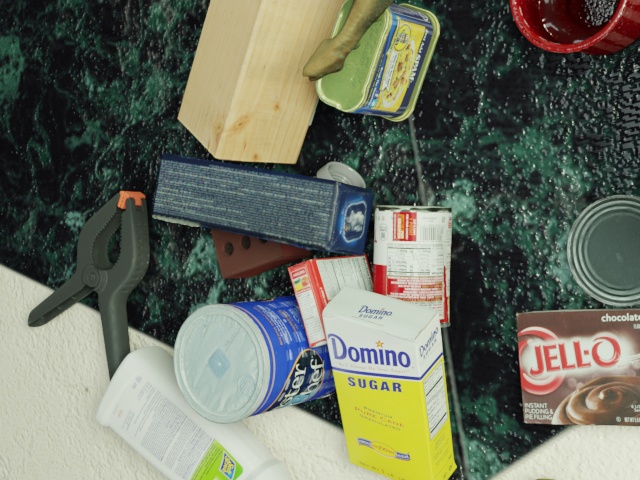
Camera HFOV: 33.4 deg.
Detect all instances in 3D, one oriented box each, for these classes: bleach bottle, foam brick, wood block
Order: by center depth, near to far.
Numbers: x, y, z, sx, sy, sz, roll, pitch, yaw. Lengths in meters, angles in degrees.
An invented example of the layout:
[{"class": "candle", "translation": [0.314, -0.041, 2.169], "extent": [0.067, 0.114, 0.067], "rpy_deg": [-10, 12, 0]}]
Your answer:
[{"class": "wood block", "translation": [-0.046, -0.181, 0.955], "extent": [0.091, 0.090, 0.206], "rpy_deg": [45, 124, 45]}, {"class": "foam brick", "translation": [-0.057, 0.001, 1.019], "extent": [0.078, 0.051, 0.053], "rpy_deg": [-20, 80, 33]}, {"class": "bleach bottle", "translation": [-0.112, 0.217, 1.061], "extent": [0.251, 0.068, 0.103], "rpy_deg": [39, 112, 25]}]

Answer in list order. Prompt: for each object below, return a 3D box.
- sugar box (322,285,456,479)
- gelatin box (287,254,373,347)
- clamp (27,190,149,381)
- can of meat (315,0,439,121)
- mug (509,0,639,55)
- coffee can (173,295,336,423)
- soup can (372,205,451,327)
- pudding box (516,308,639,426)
[{"class": "sugar box", "translation": [0.059, 0.128, 0.901], "extent": [0.093, 0.048, 0.176], "rpy_deg": [14, 132, 33]}, {"class": "gelatin box", "translation": [0.016, 0.053, 0.949], "extent": [0.030, 0.089, 0.073], "rpy_deg": [-22, 80, 34]}, {"class": "clamp", "translation": [-0.243, 0.041, 1.157], "extent": [0.165, 0.036, 0.210], "rpy_deg": [22, 102, 31]}, {"class": "can of meat", "translation": [0.049, -0.157, 0.921], "extent": [0.058, 0.083, 0.102], "rpy_deg": [27, 107, 30]}, {"class": "mug", "translation": [0.210, -0.195, 0.810], "extent": [0.093, 0.081, 0.117], "rpy_deg": [47, 116, 23]}, {"class": "coffee can", "translation": [-0.048, 0.103, 0.964], "extent": [0.103, 0.140, 0.103], "rpy_deg": [2, 93, 34]}, {"class": "soup can", "translation": [0.079, 0.022, 0.918], "extent": [0.069, 0.068, 0.102], "rpy_deg": [3, 93, 34]}, {"class": "pudding box", "translation": [0.214, 0.099, 0.846], "extent": [0.114, 0.039, 0.090], "rpy_deg": [-5, 89, 35]}]
